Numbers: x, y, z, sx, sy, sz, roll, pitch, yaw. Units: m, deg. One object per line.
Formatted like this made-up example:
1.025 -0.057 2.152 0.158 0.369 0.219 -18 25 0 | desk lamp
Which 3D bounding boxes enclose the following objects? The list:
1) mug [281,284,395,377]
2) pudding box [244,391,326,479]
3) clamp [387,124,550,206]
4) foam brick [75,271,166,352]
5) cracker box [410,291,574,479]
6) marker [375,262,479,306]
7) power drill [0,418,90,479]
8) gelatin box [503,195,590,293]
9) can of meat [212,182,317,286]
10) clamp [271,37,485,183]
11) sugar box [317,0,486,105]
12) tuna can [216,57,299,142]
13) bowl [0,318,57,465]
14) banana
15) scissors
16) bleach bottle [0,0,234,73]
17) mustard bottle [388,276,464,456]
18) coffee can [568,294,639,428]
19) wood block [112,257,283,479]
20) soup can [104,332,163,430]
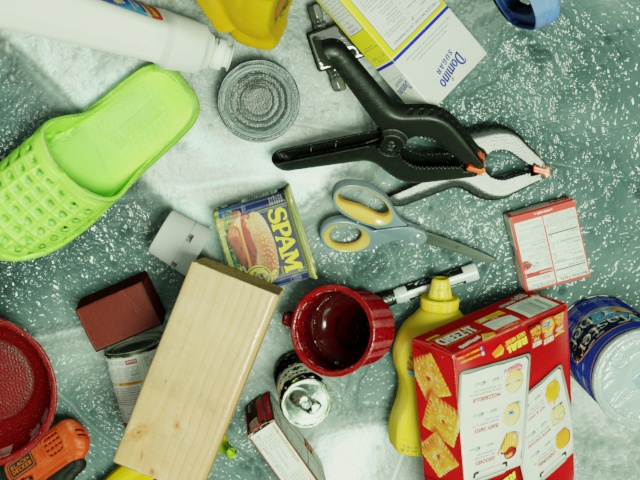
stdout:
0.017 0.091 1.112 0.117 0.081 0.093 6 91 24 | mug
-0.036 0.226 1.139 0.039 0.090 0.113 -35 102 3 | pudding box
0.153 -0.095 1.114 0.171 0.039 0.120 0 106 -1 | clamp
-0.208 0.074 1.115 0.078 0.053 0.051 -23 102 1 | foam brick
0.182 0.178 1.110 0.163 0.072 0.214 -20 114 -32 | cracker box
0.111 0.051 1.150 0.121 0.020 0.020 -17 102 0 | marker
-0.292 0.307 1.115 0.184 0.057 0.188 -36 71 12 | power drill
0.243 0.005 1.145 0.073 0.030 0.089 -16 102 -2 | gelatin box
-0.057 0.001 1.110 0.084 0.057 0.102 -17 101 2 | can of meat
0.068 -0.113 1.051 0.210 0.036 0.165 12 136 -6 | clamp
0.076 -0.221 1.067 0.093 0.048 0.176 -46 104 -20 | sugar box
-0.064 -0.143 1.091 0.086 0.034 0.086 -1 101 -4 | tuna can
-0.350 0.152 1.115 0.162 0.055 0.162 0 97 -1 | bowl
-0.174 0.240 1.143 0.198 0.069 0.037 -28 106 15 | banana
0.084 0.003 1.137 0.201 0.016 0.096 32 119 -23 | scissors
-0.209 -0.215 1.044 0.250 0.102 0.068 14 108 -13 | bleach bottle
0.124 0.132 1.141 0.096 0.058 0.192 -3 105 -14 | mustard bottle
0.313 0.123 1.117 0.102 0.140 0.103 -1 101 -4 | coffee can
-0.116 0.129 1.045 0.090 0.091 0.206 22 92 1 | wood block
-0.184 0.156 1.125 0.068 0.068 0.102 -13 101 -2 | soup can
